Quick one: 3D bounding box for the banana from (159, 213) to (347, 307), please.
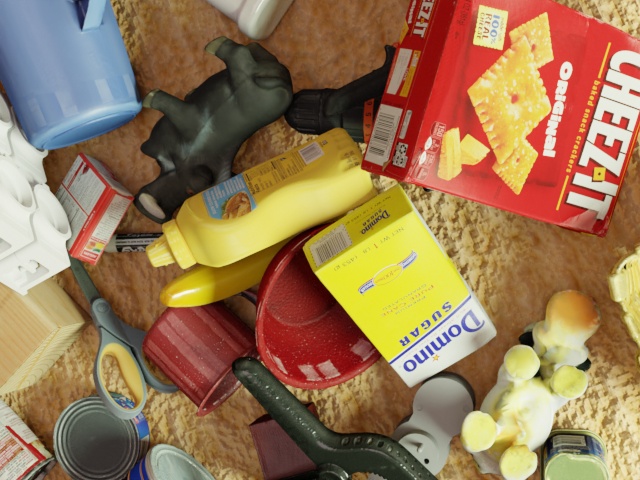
[{"bbox_3d":[-0.051,0.007,0.934,0.197,0.069,0.037,-32,64,-10],"label":"banana"}]

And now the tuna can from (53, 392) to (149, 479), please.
[{"bbox_3d":[-0.205,0.186,1.003,0.086,0.033,0.086,0,92,12],"label":"tuna can"}]

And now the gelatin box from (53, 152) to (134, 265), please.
[{"bbox_3d":[-0.213,-0.030,0.975,0.073,0.030,0.089,-58,40,8],"label":"gelatin box"}]

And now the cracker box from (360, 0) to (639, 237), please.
[{"bbox_3d":[0.155,-0.104,0.837,0.213,0.072,0.164,13,97,-30],"label":"cracker box"}]

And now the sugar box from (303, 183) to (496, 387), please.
[{"bbox_3d":[0.069,0.043,0.879,0.093,0.048,0.176,-32,128,9],"label":"sugar box"}]

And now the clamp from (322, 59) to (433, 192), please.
[{"bbox_3d":[0.094,-0.128,0.864,0.171,0.039,0.120,-48,114,-4],"label":"clamp"}]

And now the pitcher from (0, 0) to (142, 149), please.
[{"bbox_3d":[-0.243,-0.213,0.944,0.145,0.149,0.243,-21,91,0],"label":"pitcher"}]

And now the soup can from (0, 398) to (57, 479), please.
[{"bbox_3d":[-0.308,0.194,1.007,0.102,0.068,0.068,44,100,7],"label":"soup can"}]

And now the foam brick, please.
[{"bbox_3d":[-0.023,0.191,0.956,0.051,0.053,0.078,-17,88,12],"label":"foam brick"}]

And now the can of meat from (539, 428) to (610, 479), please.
[{"bbox_3d":[0.212,0.216,0.891,0.057,0.084,0.102,0,92,12],"label":"can of meat"}]

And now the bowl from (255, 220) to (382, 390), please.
[{"bbox_3d":[0.003,0.045,0.916,0.055,0.161,0.162,37,102,50],"label":"bowl"}]

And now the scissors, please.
[{"bbox_3d":[-0.185,0.070,0.996,0.016,0.096,0.202,-52,49,48],"label":"scissors"}]

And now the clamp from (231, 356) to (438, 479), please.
[{"bbox_3d":[0.004,0.200,0.892,0.210,0.036,0.165,22,118,6],"label":"clamp"}]

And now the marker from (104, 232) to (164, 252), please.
[{"bbox_3d":[-0.171,0.002,0.996,0.121,0.020,0.020,-2,92,12],"label":"marker"}]

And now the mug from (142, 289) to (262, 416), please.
[{"bbox_3d":[-0.096,0.088,0.955,0.081,0.093,0.117,42,70,12],"label":"mug"}]

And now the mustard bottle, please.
[{"bbox_3d":[-0.054,-0.026,0.878,0.191,0.096,0.058,-24,119,-2],"label":"mustard bottle"}]

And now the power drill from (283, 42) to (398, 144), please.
[{"bbox_3d":[0.063,-0.175,0.922,0.184,0.057,0.188,4,96,8],"label":"power drill"}]

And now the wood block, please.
[{"bbox_3d":[-0.327,0.037,0.994,0.206,0.090,0.091,45,99,7],"label":"wood block"}]
